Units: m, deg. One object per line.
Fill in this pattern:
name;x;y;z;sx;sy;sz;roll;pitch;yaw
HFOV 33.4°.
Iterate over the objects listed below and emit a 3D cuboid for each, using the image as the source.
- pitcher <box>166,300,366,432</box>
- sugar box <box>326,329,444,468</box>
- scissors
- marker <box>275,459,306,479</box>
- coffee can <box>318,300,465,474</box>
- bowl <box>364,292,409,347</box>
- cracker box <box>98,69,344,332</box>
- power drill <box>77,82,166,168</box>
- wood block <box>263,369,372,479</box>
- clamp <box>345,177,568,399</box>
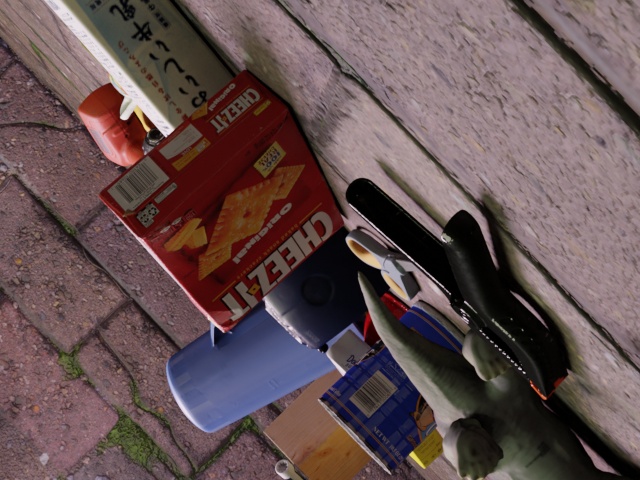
pitcher;-0.067;0.123;1.288;0.149;0.243;0.145;59;-172;5
sugar box;0.076;0.181;1.205;0.093;0.048;0.176;40;171;44
scissors;0.081;0.033;0.969;0.096;0.016;0.202;48;172;-25
marker;-0.021;0.301;1.307;0.020;0.020;0.121;39;169;42
coffee can;0.083;0.144;1.054;0.103;0.140;0.103;45;172;8
bowl;0.100;0.129;1.197;0.162;0.055;0.162;46;172;7
cracker box;-0.077;-0.026;0.957;0.072;0.164;0.213;44;172;29
power drill;-0.183;-0.092;1.146;0.188;0.057;0.184;42;165;33
wood block;0.044;0.212;1.349;0.091;0.206;0.090;36;168;49
clamp;0.114;0.039;0.748;0.210;0.036;0.165;47;173;-17
